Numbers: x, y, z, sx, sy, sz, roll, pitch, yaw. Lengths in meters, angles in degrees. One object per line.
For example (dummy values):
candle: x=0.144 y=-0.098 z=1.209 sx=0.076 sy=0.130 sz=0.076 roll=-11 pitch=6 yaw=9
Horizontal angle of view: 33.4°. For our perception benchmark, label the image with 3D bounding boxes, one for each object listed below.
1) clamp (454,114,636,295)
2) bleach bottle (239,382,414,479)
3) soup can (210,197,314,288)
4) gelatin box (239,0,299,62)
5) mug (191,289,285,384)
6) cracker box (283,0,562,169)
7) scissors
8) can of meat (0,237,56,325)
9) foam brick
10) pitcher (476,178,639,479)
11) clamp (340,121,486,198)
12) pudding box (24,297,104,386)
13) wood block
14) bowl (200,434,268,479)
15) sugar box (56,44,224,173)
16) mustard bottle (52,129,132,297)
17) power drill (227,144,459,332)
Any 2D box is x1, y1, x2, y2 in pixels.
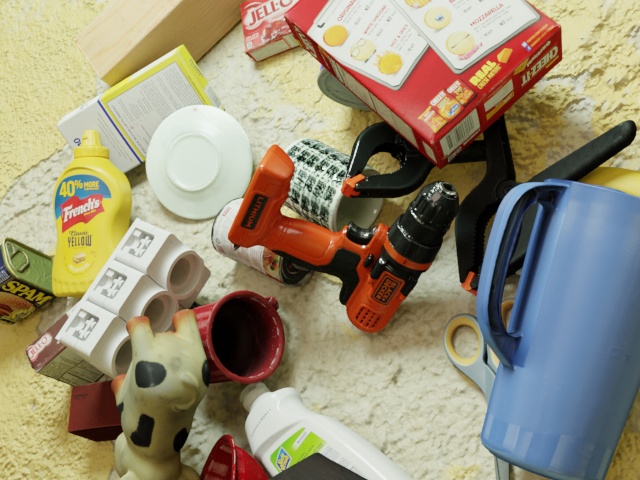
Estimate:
clamp: x=0.193 y=-0.044 z=0.999 sx=0.165 sy=0.036 sz=0.210 roll=16 pitch=84 yaw=36
bleach bottle: x=0.011 y=0.213 z=1.006 sx=0.251 sy=0.068 sz=0.102 roll=41 pitch=96 yaw=36
soup can: x=-0.057 y=0.001 z=1.128 sx=0.102 sy=0.068 sz=0.068 roll=23 pitch=81 yaw=34
gelatin box: x=-0.049 y=-0.260 z=1.256 sx=0.089 sy=0.030 sz=0.073 roll=-18 pitch=62 yaw=20
mug: x=-0.090 y=0.095 z=1.091 sx=0.082 sy=0.093 sz=0.117 roll=-17 pitch=23 yaw=51
cracker box: x=0.098 y=-0.195 z=1.022 sx=0.164 sy=0.072 sz=0.214 roll=-43 pitch=65 yaw=-5
scissors: x=0.148 y=0.148 z=0.989 sx=0.096 sy=0.016 sz=0.201 roll=5 pitch=72 yaw=31
can of meat: x=-0.364 y=0.051 z=1.251 sx=0.084 sy=0.102 sz=0.057 roll=-31 pitch=58 yaw=16
foam brick: x=-0.225 y=0.183 z=1.150 sx=0.078 sy=0.051 sz=0.053 roll=-11 pitch=64 yaw=24
pitcher: x=0.210 y=0.073 z=0.896 sx=0.149 sy=0.144 sz=0.243 roll=17 pitch=90 yaw=23
clamp: x=0.098 y=-0.089 z=1.057 sx=0.120 sy=0.039 sz=0.171 roll=41 pitch=71 yaw=14
pudding box: x=-0.253 y=0.110 z=1.173 sx=0.113 sy=0.090 sz=0.039 roll=-39 pitch=58 yaw=8
wood block: x=-0.185 y=-0.271 z=1.296 sx=0.206 sy=0.090 sz=0.090 roll=-42 pitch=56 yaw=7
bowl: x=-0.084 y=0.268 z=1.009 sx=0.162 sy=0.055 sz=0.162 roll=-163 pitch=90 yaw=-75
sugar box: x=-0.212 y=-0.145 z=1.257 sx=0.176 sy=0.093 sz=0.048 roll=-26 pitch=20 yaw=18
mustard bottle: x=-0.262 y=-0.031 z=1.228 sx=0.096 sy=0.058 sz=0.191 roll=-4 pitch=84 yaw=25
power drill: x=0.019 y=-0.014 z=1.010 sx=0.187 sy=0.057 sz=0.185 roll=29 pitch=124 yaw=-1
